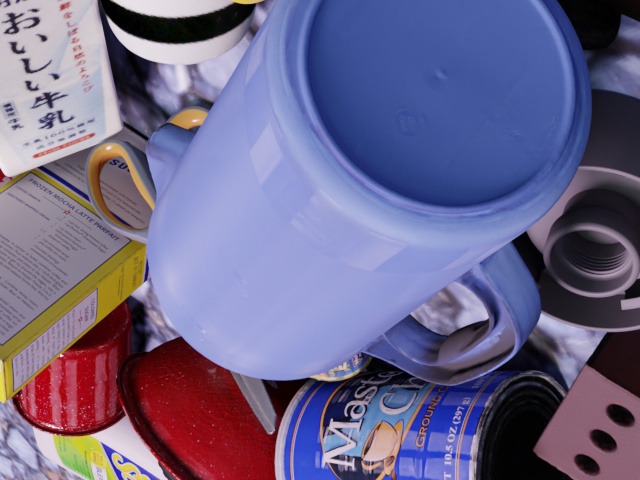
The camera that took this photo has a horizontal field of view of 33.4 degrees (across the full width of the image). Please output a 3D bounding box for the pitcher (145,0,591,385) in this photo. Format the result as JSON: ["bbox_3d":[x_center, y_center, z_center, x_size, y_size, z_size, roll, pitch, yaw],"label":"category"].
[{"bbox_3d":[0.016,-0.016,0.434,0.243,0.149,0.145,137,128,-70],"label":"pitcher"}]

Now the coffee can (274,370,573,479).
[{"bbox_3d":[0.059,0.122,0.587,0.141,0.102,0.103,-7,118,45],"label":"coffee can"}]

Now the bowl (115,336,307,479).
[{"bbox_3d":[-0.046,0.107,0.663,0.162,0.162,0.055,41,102,7],"label":"bowl"}]

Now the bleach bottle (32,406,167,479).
[{"bbox_3d":[-0.105,0.178,0.816,0.251,0.068,0.103,24,136,22],"label":"bleach bottle"}]

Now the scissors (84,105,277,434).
[{"bbox_3d":[-0.054,0.001,0.572,0.202,0.096,0.016,44,175,28],"label":"scissors"}]

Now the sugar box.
[{"bbox_3d":[-0.150,0.004,0.615,0.093,0.176,0.048,33,137,16],"label":"sugar box"}]

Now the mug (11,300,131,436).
[{"bbox_3d":[-0.190,0.083,0.774,0.093,0.117,0.081,-121,30,-43],"label":"mug"}]
